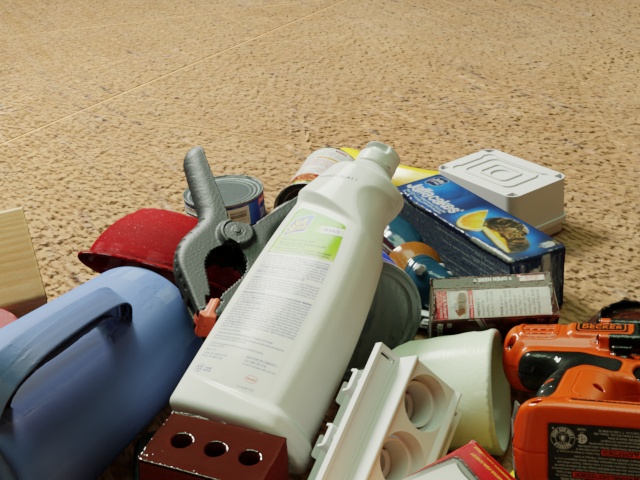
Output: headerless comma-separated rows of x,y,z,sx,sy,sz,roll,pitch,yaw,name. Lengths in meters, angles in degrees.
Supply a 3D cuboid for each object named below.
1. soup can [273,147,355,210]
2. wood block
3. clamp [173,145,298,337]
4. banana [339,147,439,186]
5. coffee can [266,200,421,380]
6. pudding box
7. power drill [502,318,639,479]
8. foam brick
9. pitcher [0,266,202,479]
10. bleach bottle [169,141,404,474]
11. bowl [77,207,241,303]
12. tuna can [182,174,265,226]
-0.001,-0.047,1.087,0.068,0.068,0.102,3,26,16,soup can
-0.339,0.050,0.889,0.205,0.090,0.091,-14,69,-17,wood block
-0.055,0.001,0.818,0.120,0.039,0.171,6,53,-2,clamp
0.079,-0.069,1.159,0.198,0.037,0.069,17,16,37,banana
0.009,0.036,0.874,0.102,0.103,0.140,-12,26,-14,coffee can
0.125,0.064,0.790,0.090,0.113,0.039,-4,61,4,pudding box
0.195,0.096,0.645,0.185,0.057,0.187,-1,11,18,power drill
-0.063,0.145,0.639,0.078,0.051,0.053,10,27,15,foam brick
-0.178,0.101,0.727,0.149,0.145,0.242,-7,17,28,pitcher
-0.001,0.032,0.744,0.103,0.068,0.250,11,57,32,bleach bottle
-0.116,0.015,0.888,0.162,0.055,0.162,16,-13,4,bowl
-0.101,-0.038,1.127,0.086,0.034,0.086,-5,26,2,tuna can
